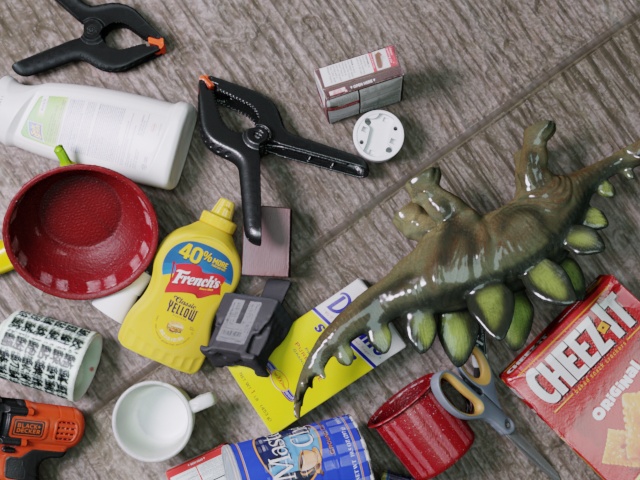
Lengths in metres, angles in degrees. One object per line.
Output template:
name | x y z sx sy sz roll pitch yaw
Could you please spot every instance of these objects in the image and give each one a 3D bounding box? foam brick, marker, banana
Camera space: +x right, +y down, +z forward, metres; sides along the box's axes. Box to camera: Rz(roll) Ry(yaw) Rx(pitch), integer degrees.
foam brick | -0.058 0.001 1.176 0.051 0.053 0.078 2 89 2
marker | 0.174 0.107 1.179 0.020 0.020 0.121 -5 88 2
banana | -0.318 -0.020 1.182 0.069 0.037 0.198 34 107 -26

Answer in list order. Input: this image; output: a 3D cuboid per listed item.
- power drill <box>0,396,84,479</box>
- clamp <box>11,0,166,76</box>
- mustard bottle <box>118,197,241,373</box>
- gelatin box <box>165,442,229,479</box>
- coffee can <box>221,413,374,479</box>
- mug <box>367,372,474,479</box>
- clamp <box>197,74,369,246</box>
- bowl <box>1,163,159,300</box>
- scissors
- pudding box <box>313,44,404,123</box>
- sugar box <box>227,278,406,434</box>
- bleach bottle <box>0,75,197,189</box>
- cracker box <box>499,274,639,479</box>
power drill | -0.357 0.257 1.141 0.184 0.057 0.188 12 93 -28
clamp | -0.260 -0.243 1.202 0.171 0.039 0.120 1 92 -4
mustard bottle | -0.141 0.043 1.172 0.096 0.058 0.191 25 87 -14
gelatin box | -0.119 0.279 1.177 0.073 0.030 0.089 -25 87 0
coffee can | -0.024 0.249 1.123 0.140 0.103 0.103 -12 87 -13
mug | 0.119 0.196 1.149 0.117 0.093 0.081 -38 92 -29
clamp | -0.073 -0.097 1.162 0.210 0.036 0.164 42 61 14
bowl | -0.255 -0.018 1.142 0.162 0.055 0.162 -5 119 -10
scissors | 0.197 0.180 1.156 0.201 0.016 0.096 32 55 -26
pudding box | 0.043 -0.167 1.150 0.090 0.113 0.039 -18 84 0
sugar box | -0.003 0.126 1.171 0.176 0.048 0.093 -35 85 2
bleach bottle | -0.271 -0.135 1.186 0.251 0.068 0.102 16 90 5
cracker box | 0.327 0.167 1.144 0.164 0.072 0.214 -45 86 -1
